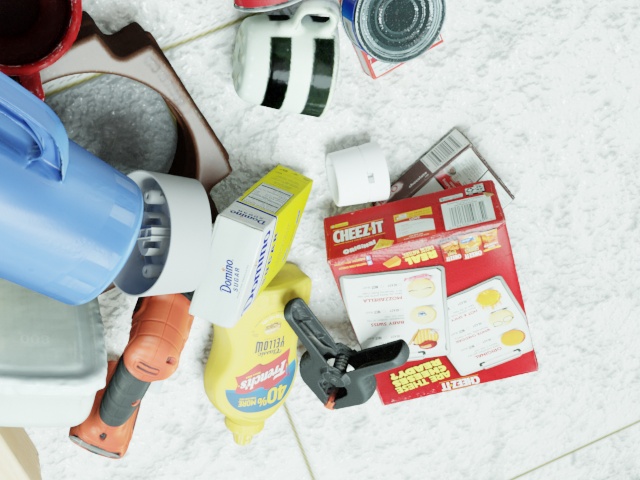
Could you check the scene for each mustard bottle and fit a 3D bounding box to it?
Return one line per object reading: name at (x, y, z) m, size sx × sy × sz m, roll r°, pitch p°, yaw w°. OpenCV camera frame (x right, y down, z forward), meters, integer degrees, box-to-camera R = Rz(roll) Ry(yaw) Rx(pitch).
mustard bottle at (-0.066, 0.118, 1.042) m, size 0.096 × 0.058 × 0.192 m, roll -10°, pitch 122°, yaw -35°

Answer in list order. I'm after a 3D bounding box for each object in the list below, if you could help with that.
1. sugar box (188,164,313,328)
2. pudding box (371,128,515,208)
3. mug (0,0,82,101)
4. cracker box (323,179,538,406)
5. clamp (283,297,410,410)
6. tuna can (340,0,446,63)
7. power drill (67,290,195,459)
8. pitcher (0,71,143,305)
sugar box at (-0.056, 0.001, 0.920) m, size 0.048 × 0.176 × 0.093 m, roll 20°, pitch 111°, yaw 4°
pudding box at (0.120, -0.038, 1.038) m, size 0.113 × 0.039 × 0.090 m, roll -40°, pitch 125°, yaw 7°
mug at (-0.216, -0.153, 0.752) m, size 0.093 × 0.082 × 0.117 m, roll -19°, pitch 107°, yaw -15°
cracker box at (0.109, 0.054, 1.026) m, size 0.164 × 0.072 × 0.213 m, roll -14°, pitch 132°, yaw 9°
clamp at (0.028, 0.119, 1.017) m, size 0.039 × 0.120 × 0.171 m, roll -58°, pitch 159°, yaw -26°
tuna can at (0.062, -0.194, 0.901) m, size 0.086 × 0.034 × 0.086 m, roll -8°, pitch 118°, yaw -17°
power drill at (-0.159, 0.091, 0.955) m, size 0.057 × 0.184 × 0.188 m, roll 24°, pitch 126°, yaw -10°
pitcher at (-0.242, -0.051, 0.747) m, size 0.242 × 0.149 × 0.145 m, roll 31°, pitch 93°, yaw -33°
